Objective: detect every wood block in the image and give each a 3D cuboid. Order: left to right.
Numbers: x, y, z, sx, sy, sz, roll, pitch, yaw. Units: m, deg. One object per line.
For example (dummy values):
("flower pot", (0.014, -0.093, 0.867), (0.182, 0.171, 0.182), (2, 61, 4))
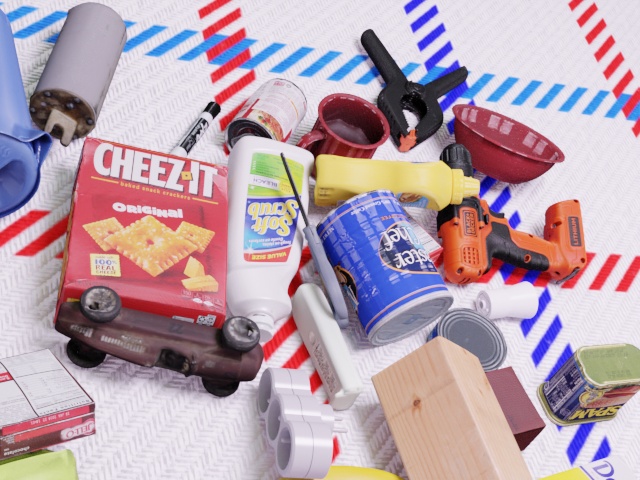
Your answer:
("wood block", (0.137, 0.210, 1.040), (0.090, 0.091, 0.206), (32, 30, -49))

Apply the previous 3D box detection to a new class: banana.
("banana", (0.030, 0.247, 1.018), (0.197, 0.037, 0.069), (14, 45, -14))

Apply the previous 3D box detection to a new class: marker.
("marker", (-0.149, -0.130, 1.277), (0.020, 0.020, 0.121), (28, 45, 0))

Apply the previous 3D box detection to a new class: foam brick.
("foam brick", (0.192, 0.184, 1.141), (0.052, 0.051, 0.078), (-8, 55, -29))

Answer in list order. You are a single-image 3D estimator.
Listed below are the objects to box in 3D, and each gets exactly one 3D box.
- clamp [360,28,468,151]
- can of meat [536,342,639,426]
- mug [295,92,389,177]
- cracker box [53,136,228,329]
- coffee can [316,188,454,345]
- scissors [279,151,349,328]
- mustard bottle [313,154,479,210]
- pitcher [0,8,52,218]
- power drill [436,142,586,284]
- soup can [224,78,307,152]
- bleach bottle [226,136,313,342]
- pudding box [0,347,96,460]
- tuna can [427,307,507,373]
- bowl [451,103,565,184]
("clamp", (0.115, -0.204, 1.455), (0.164, 0.036, 0.209), (23, 46, -6))
("can of meat", (0.308, 0.159, 1.195), (0.101, 0.084, 0.057), (-1, 52, -27))
("mug", (0.018, -0.117, 1.300), (0.117, 0.082, 0.093), (-17, 61, -36))
("cracker box", (-0.181, -0.001, 1.111), (0.164, 0.072, 0.213), (12, 47, -16))
("coffee can", (0.069, 0.029, 1.171), (0.102, 0.103, 0.140), (-13, 65, -34))
("scissors", (-0.005, 0.003, 1.137), (0.016, 0.096, 0.202), (-20, 99, -4))
("mustard bottle", (0.089, -0.066, 1.242), (0.191, 0.096, 0.058), (3, 80, -1))
("pitcher", (-0.380, -0.143, 1.115), (0.149, 0.145, 0.243), (12, 43, -33))
("power drill", (0.231, -0.026, 1.319), (0.187, 0.057, 0.184), (8, 66, -17))
("soup can", (-0.065, -0.144, 1.296), (0.068, 0.069, 0.102), (30, 45, 2))
("bleach bottle", (-0.058, 0.001, 1.177), (0.102, 0.068, 0.251), (14, 50, -19))
("pudding box", (-0.260, 0.142, 0.940), (0.089, 0.039, 0.114), (-10, 29, -33))
("tuna can", (0.164, 0.119, 1.196), (0.086, 0.034, 0.086), (13, 47, -15))
("bowl", (0.237, -0.120, 1.405), (0.162, 0.055, 0.162), (19, 23, -9))
